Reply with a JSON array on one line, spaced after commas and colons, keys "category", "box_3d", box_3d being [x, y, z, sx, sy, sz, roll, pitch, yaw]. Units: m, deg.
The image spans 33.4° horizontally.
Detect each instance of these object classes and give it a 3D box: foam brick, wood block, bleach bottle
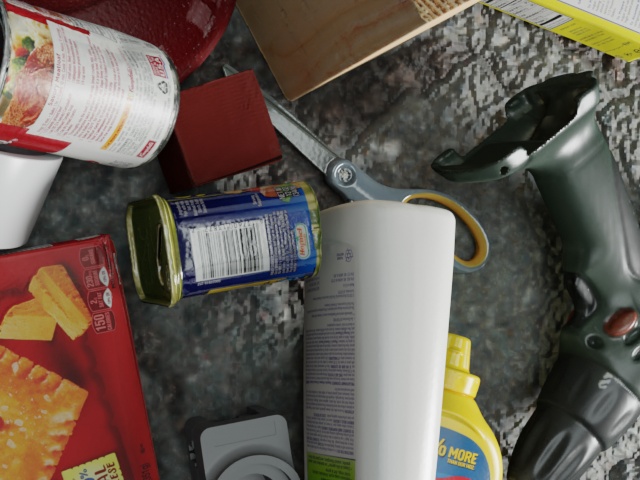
[{"category": "foam brick", "box_3d": [-0.062, -0.059, 0.591, 0.053, 0.078, 0.051, -19, 96, -17]}, {"category": "wood block", "box_3d": [0.029, -0.146, 0.554, 0.090, 0.206, 0.090, -31, 97, -16]}, {"category": "bleach bottle", "box_3d": [0.024, 0.109, 0.571, 0.068, 0.103, 0.251, 7, 81, -21]}]

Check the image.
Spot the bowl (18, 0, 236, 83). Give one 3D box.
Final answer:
[{"category": "bowl", "box_3d": [-0.126, -0.134, 0.555, 0.162, 0.162, 0.055, -18, 58, -17]}]

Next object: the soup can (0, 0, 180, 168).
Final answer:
[{"category": "soup can", "box_3d": [-0.128, -0.075, 0.518, 0.102, 0.069, 0.068, 10, 85, -48]}]

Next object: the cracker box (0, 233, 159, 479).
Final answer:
[{"category": "cracker box", "box_3d": [-0.198, 0.094, 0.546, 0.213, 0.072, 0.164, -11, 92, -17]}]

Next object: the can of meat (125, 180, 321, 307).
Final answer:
[{"category": "can of meat", "box_3d": [-0.054, 0.001, 0.580, 0.083, 0.102, 0.057, -8, 91, -20]}]

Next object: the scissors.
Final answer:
[{"category": "scissors", "box_3d": [0.011, -0.019, 0.645, 0.201, 0.016, 0.096, 26, 81, -15]}]
